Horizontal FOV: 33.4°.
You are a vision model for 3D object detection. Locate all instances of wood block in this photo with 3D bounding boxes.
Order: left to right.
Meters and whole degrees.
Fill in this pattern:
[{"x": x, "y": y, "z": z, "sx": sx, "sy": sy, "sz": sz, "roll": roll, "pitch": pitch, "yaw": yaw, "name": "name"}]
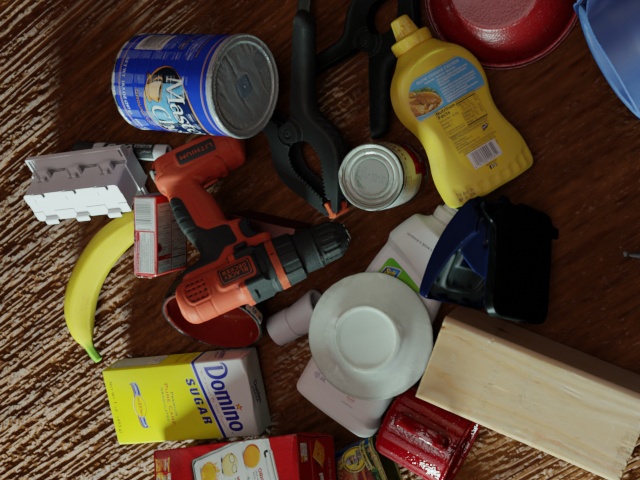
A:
[{"x": 0.212, "y": 0.146, "z": 1.051, "sx": 0.206, "sy": 0.090, "sz": 0.090, "roll": 22, "pitch": 101, "yaw": 15, "name": "wood block"}]

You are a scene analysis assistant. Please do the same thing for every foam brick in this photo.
[{"x": -0.058, "y": 0.001, "z": 1.146, "sx": 0.078, "sy": 0.051, "sz": 0.053, "roll": 14, "pitch": 101, "yaw": 17, "name": "foam brick"}]

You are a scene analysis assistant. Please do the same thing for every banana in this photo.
[{"x": -0.250, "y": 0.040, "z": 1.226, "sx": 0.069, "sy": 0.037, "sz": 0.198, "roll": 22, "pitch": 104, "yaw": -4, "name": "banana"}]

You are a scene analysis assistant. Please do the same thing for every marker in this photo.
[{"x": -0.226, "y": -0.101, "z": 1.208, "sx": 0.121, "sy": 0.020, "sz": 0.020, "roll": 4, "pitch": 97, "yaw": 18, "name": "marker"}]

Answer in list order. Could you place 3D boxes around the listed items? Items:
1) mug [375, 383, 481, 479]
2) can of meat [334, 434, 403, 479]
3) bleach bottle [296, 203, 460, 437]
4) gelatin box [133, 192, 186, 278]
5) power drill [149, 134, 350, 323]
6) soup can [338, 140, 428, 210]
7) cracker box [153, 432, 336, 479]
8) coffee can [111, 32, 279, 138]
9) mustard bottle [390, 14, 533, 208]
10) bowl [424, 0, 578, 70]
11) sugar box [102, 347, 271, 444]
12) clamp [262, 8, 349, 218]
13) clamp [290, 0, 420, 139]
[{"x": 0.107, "y": 0.196, "z": 1.082, "sx": 0.082, "sy": 0.117, "sz": 0.093, "roll": 27, "pitch": 87, "yaw": 19, "name": "mug"}, {"x": 0.043, "y": 0.267, "z": 1.129, "sx": 0.084, "sy": 0.057, "sz": 0.102, "roll": -28, "pitch": 67, "yaw": 16, "name": "can of meat"}, {"x": 0.079, "y": 0.074, "z": 1.104, "sx": 0.102, "sy": 0.068, "sz": 0.251, "roll": 35, "pitch": 103, "yaw": 12, "name": "bleach bottle"}, {"x": -0.177, "y": -0.007, "z": 1.174, "sx": 0.030, "sy": 0.073, "sz": 0.089, "roll": 3, "pitch": 98, "yaw": 19, "name": "gelatin box"}, {"x": -0.082, "y": -0.025, "z": 1.092, "sx": 0.184, "sy": 0.057, "sz": 0.188, "roll": -24, "pitch": 62, "yaw": -3, "name": "power drill"}, {"x": 0.064, "y": -0.066, "z": 1.072, "sx": 0.069, "sy": 0.102, "sz": 0.068, "roll": 2, "pitch": 96, "yaw": 18, "name": "soup can"}, {"x": -0.079, "y": 0.295, "z": 1.128, "sx": 0.214, "sy": 0.072, "sz": 0.164, "roll": -15, "pitch": 74, "yaw": 37, "name": "cracker box"}, {"x": -0.128, "y": -0.160, "z": 1.088, "sx": 0.141, "sy": 0.102, "sz": 0.103, "roll": 9, "pitch": 99, "yaw": 37, "name": "coffee can"}, {"x": 0.124, "y": -0.134, "z": 1.049, "sx": 0.096, "sy": 0.058, "sz": 0.191, "roll": -30, "pitch": 93, "yaw": -9, "name": "mustard bottle"}, {"x": 0.174, "y": -0.248, "z": 1.040, "sx": 0.162, "sy": 0.055, "sz": 0.162, "roll": 2, "pitch": 96, "yaw": 19, "name": "bowl"}, {"x": -0.150, "y": 0.175, "z": 1.196, "sx": 0.176, "sy": 0.048, "sz": 0.093, "roll": -7, "pitch": 101, "yaw": 21, "name": "sugar box"}, {"x": -0.021, "y": -0.124, "z": 1.110, "sx": 0.165, "sy": 0.036, "sz": 0.210, "roll": -34, "pitch": 87, "yaw": 43, "name": "clamp"}, {"x": 0.042, "y": -0.203, "z": 1.099, "sx": 0.120, "sy": 0.039, "sz": 0.171, "roll": 24, "pitch": 103, "yaw": 12, "name": "clamp"}]
